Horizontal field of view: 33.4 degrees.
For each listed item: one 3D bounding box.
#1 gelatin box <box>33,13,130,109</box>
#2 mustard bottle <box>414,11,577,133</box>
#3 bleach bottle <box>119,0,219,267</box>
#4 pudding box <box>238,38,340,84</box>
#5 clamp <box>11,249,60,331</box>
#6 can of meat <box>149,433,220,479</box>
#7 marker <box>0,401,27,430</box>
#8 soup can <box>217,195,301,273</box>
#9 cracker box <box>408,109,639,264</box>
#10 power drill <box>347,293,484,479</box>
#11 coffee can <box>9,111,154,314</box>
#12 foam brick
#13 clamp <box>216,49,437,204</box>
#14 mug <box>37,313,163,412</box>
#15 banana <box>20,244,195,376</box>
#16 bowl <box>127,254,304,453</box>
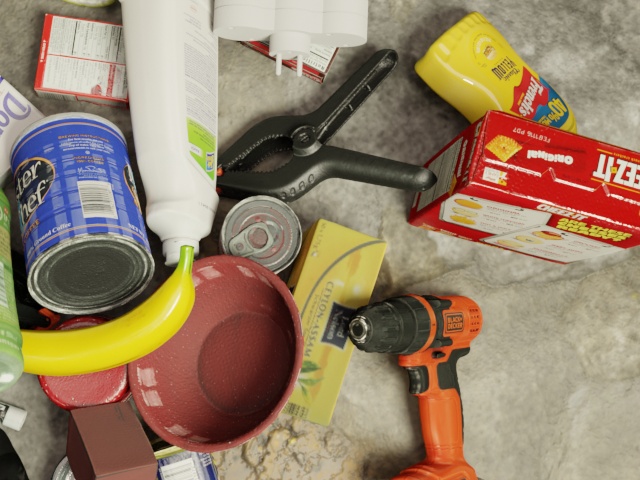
[{"bbox_3d":[-0.213,-0.164,0.982,0.089,0.030,0.073,7,81,-7],"label":"gelatin box"},{"bbox_3d":[0.183,-0.124,1.003,0.191,0.058,0.096,46,49,2],"label":"mustard bottle"},{"bbox_3d":[-0.129,-0.103,0.933,0.068,0.102,0.251,-10,74,23],"label":"bleach bottle"},{"bbox_3d":[-0.014,-0.218,1.010,0.090,0.039,0.113,26,83,-5],"label":"pudding box"},{"bbox_3d":[-0.305,0.026,0.919,0.171,0.039,0.120,44,44,-1],"label":"clamp"},{"bbox_3d":[-0.112,0.210,0.917,0.057,0.102,0.084,-17,88,-9],"label":"can of meat"},{"bbox_3d":[-0.319,0.138,0.939,0.121,0.020,0.020,21,81,-4],"label":"marker"},{"bbox_3d":[-0.056,0.001,0.947,0.068,0.102,0.068,1,83,-8],"label":"soup can"},{"bbox_3d":[0.183,-0.040,0.926,0.164,0.214,0.072,15,80,-6],"label":"cracker box"},{"bbox_3d":[0.086,0.140,0.930,0.184,0.057,0.187,0,89,-52],"label":"power drill"},{"bbox_3d":[-0.203,-0.024,0.901,0.102,0.103,0.140,-13,53,-9],"label":"coffee can"},{"bbox_3d":[-0.170,0.177,0.866,0.052,0.078,0.051,-5,127,-27],"label":"foam brick"},{"bbox_3d":[-0.002,-0.077,0.963,0.210,0.036,0.164,-24,52,4],"label":"clamp"},{"bbox_3d":[-0.190,0.105,0.928,0.117,0.081,0.093,-15,86,-9],"label":"mug"},{"bbox_3d":[-0.180,0.072,0.864,0.198,0.037,0.069,-23,79,2],"label":"banana"},{"bbox_3d":[-0.077,0.096,0.878,0.162,0.055,0.162,-8,71,23],"label":"bowl"}]
